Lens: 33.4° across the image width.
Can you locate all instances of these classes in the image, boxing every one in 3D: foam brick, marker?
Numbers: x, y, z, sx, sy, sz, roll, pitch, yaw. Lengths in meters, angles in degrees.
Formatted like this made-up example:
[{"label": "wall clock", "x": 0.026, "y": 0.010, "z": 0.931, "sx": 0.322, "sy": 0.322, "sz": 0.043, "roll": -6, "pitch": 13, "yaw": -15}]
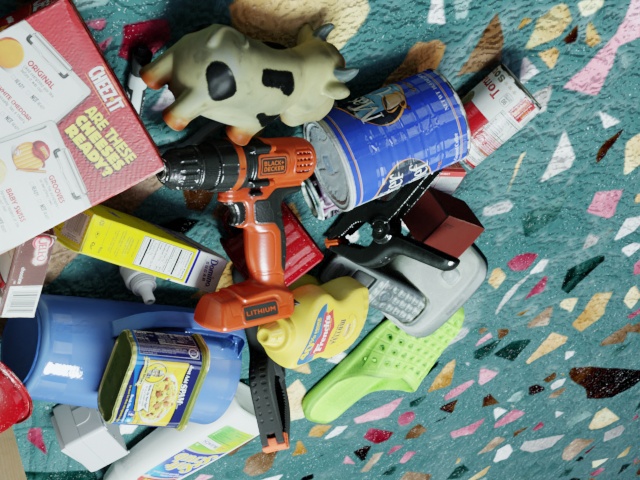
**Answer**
[{"label": "foam brick", "x": 0.142, "y": -0.021, "z": 1.237, "sx": 0.078, "sy": 0.051, "sz": 0.053, "roll": 18, "pitch": 122, "yaw": -47}, {"label": "marker", "x": -0.171, "y": -0.127, "z": 0.978, "sx": 0.020, "sy": 0.020, "sz": 0.121, "roll": -8, "pitch": 139, "yaw": -27}]

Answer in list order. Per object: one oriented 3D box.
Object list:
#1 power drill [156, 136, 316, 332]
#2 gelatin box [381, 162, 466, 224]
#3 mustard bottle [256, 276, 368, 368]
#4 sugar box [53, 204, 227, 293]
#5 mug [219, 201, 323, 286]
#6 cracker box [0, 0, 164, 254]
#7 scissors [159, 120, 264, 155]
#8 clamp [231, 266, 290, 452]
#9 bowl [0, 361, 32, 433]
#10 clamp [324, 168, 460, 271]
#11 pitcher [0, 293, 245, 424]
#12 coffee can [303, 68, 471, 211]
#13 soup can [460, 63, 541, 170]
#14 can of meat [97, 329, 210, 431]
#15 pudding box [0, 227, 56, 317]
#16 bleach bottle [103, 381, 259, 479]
[{"label": "power drill", "x": -0.083, "y": -0.009, "z": 1.046, "sx": 0.184, "sy": 0.057, "sz": 0.188, "roll": -9, "pitch": 109, "yaw": -41}, {"label": "gelatin box", "x": 0.117, "y": -0.058, "z": 1.247, "sx": 0.073, "sy": 0.030, "sz": 0.089, "roll": 0, "pitch": 135, "yaw": -36}, {"label": "mustard bottle", "x": -0.015, "y": 0.094, "z": 1.195, "sx": 0.191, "sy": 0.058, "sz": 0.096, "roll": -6, "pitch": 124, "yaw": -62}, {"label": "sugar box", "x": -0.185, "y": 0.001, "z": 1.056, "sx": 0.175, "sy": 0.093, "sz": 0.048, "roll": 18, "pitch": 96, "yaw": -47}, {"label": "mug", "x": -0.058, "y": 0.001, "z": 1.162, "sx": 0.081, "sy": 0.093, "sz": 0.117, "roll": -37, "pitch": 109, "yaw": 2}, {"label": "cracker box", "x": -0.263, "y": -0.085, "z": 0.879, "sx": 0.213, "sy": 0.072, "sz": 0.164, "roll": -29, "pitch": 117, "yaw": -2}, {"label": "scissors", "x": -0.147, "y": -0.071, "z": 1.064, "sx": 0.201, "sy": 0.016, "sz": 0.096, "roll": -23, "pitch": 143, "yaw": -8}, {"label": "clamp", "x": -0.059, "y": 0.150, "z": 1.243, "sx": 0.036, "sy": 0.210, "sz": 0.164, "roll": -15, "pitch": 151, "yaw": 8}, {"label": "bowl", "x": -0.373, "y": 0.155, "z": 1.069, "sx": 0.162, "sy": 0.055, "sz": 0.162, "roll": 16, "pitch": 141, "yaw": 13}, {"label": "clamp", "x": 0.082, "y": -0.004, "z": 1.205, "sx": 0.172, "sy": 0.120, "sz": 0.039, "roll": -26, "pitch": 160, "yaw": 38}, {"label": "pitcher", "x": -0.209, "y": 0.121, "z": 1.158, "sx": 0.242, "sy": 0.145, "sz": 0.149, "roll": 13, "pitch": 101, "yaw": -39}, {"label": "coffee can", "x": 0.067, "y": -0.103, "z": 1.089, "sx": 0.140, "sy": 0.103, "sz": 0.103, "roll": -24, "pitch": 144, "yaw": -14}, {"label": "soup can", "x": 0.182, "y": -0.135, "z": 1.165, "sx": 0.102, "sy": 0.068, "sz": 0.068, "roll": -42, "pitch": 142, "yaw": 15}, {"label": "can of meat", "x": -0.170, "y": 0.141, "z": 1.082, "sx": 0.083, "sy": 0.057, "sz": 0.102, "roll": 9, "pitch": 114, "yaw": -31}, {"label": "pudding box", "x": -0.284, "y": 0.004, "z": 0.999, "sx": 0.039, "sy": 0.090, "sz": 0.114, "roll": 0, "pitch": 135, "yaw": -32}, {"label": "bleach bottle", "x": -0.191, "y": 0.281, "z": 1.417, "sx": 0.251, "sy": 0.068, "sz": 0.102, "roll": -36, "pitch": 143, "yaw": 12}]
